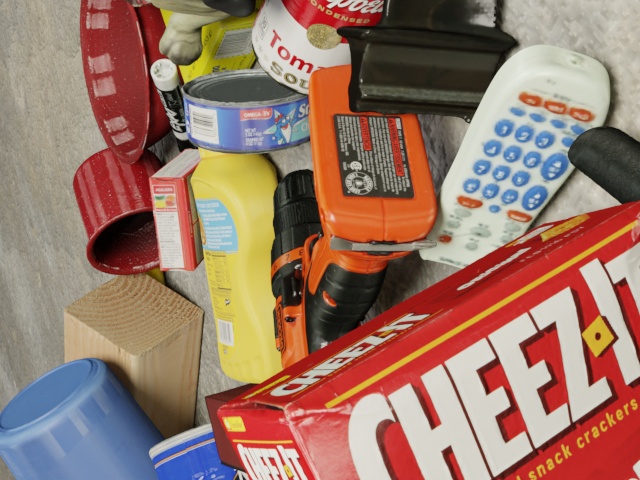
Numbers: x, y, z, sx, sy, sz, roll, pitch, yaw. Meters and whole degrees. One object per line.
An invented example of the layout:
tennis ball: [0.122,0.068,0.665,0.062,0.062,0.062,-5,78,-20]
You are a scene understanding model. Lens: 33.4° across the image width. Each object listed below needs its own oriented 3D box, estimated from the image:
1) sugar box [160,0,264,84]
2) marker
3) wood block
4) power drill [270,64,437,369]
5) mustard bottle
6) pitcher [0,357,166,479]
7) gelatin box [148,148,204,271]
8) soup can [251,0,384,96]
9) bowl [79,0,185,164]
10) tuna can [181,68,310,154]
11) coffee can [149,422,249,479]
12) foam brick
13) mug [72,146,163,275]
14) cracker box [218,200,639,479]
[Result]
sugar box: [-0.091,-0.202,0.757,0.176,0.048,0.093,68,152,16]
marker: [-0.110,-0.099,0.821,0.121,0.020,0.020,82,164,-67]
wood block: [-0.175,0.142,0.988,0.091,0.090,0.206,29,130,25]
power drill: [0.009,-0.006,0.590,0.188,0.057,0.184,103,161,-54]
mustard bottle: [-0.055,0.001,0.760,0.096,0.058,0.191,-175,74,-68]
pitcher: [-0.173,0.224,0.897,0.243,0.149,0.145,60,172,-19]
gelatin box: [-0.101,-0.025,0.818,0.089,0.030,0.073,-61,-30,-67]
soup can: [0.008,-0.133,0.573,0.068,0.068,0.102,67,150,20]
bowl: [-0.147,-0.146,0.876,0.162,0.055,0.162,35,131,53]
tuna can: [-0.043,-0.083,0.674,0.086,0.086,0.034,33,131,54]
coffee can: [-0.061,0.210,0.812,0.103,0.102,0.140,-45,62,59]
foam brick: [-0.033,0.125,0.752,0.051,0.078,0.053,-8,96,62]
mug: [-0.164,-0.024,0.942,0.081,0.093,0.117,66,-173,31]
cracker box: [0.087,0.115,0.377,0.214,0.164,0.072,64,154,-3]
